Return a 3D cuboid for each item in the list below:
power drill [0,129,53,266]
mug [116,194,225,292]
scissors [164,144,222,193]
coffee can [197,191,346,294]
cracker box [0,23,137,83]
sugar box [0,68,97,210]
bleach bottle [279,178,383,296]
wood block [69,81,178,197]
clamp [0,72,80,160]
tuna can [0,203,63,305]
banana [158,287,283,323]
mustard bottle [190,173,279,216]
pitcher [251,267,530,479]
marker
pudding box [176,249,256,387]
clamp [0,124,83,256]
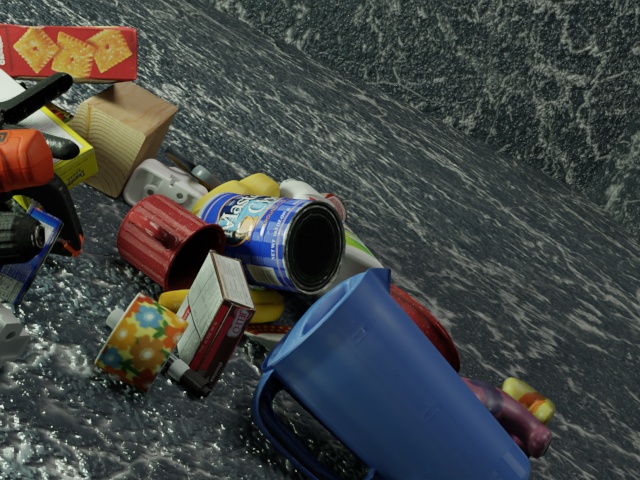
[{"bbox_3d":[-0.287,-0.032,0.873,0.184,0.057,0.187,-2,27,11],"label":"power drill"},{"bbox_3d":[-0.165,0.000,1.124,0.082,0.093,0.117,33,-5,24],"label":"mug"},{"bbox_3d":[-0.158,-0.083,1.398,0.096,0.016,0.202,39,-5,-1],"label":"scissors"},{"bbox_3d":[-0.058,0.001,1.183,0.141,0.103,0.102,7,-3,40],"label":"coffee can"},{"bbox_3d":[-0.351,-0.235,1.334,0.213,0.072,0.164,-1,7,-23],"label":"cracker box"},{"bbox_3d":[-0.336,-0.112,1.172,0.093,0.048,0.176,-36,57,-27],"label":"sugar box"},{"bbox_3d":[-0.006,-0.013,1.341,0.102,0.068,0.251,26,17,-33],"label":"bleach bottle"},{"bbox_3d":[-0.259,-0.137,1.376,0.090,0.091,0.206,28,16,-5],"label":"wood block"},{"bbox_3d":[-0.336,-0.128,1.129,0.171,0.039,0.120,-3,47,-1],"label":"clamp"},{"bbox_3d":[-0.259,0.013,0.934,0.033,0.086,0.086,29,16,-14],"label":"tuna can"},{"bbox_3d":[-0.092,0.071,1.153,0.070,0.037,0.197,2,-2,28],"label":"banana"},{"bbox_3d":[-0.113,-0.028,1.299,0.058,0.096,0.191,35,17,9],"label":"mustard bottle"},{"bbox_3d":[0.065,0.158,0.958,0.243,0.149,0.144,47,24,-3],"label":"pitcher"},{"bbox_3d":[-0.147,0.105,0.978,0.121,0.020,0.020,36,17,18],"label":"marker"},{"bbox_3d":[-0.103,0.073,1.024,0.039,0.090,0.113,23,17,-23],"label":"pudding box"},{"bbox_3d":[-0.315,-0.049,1.005,0.209,0.165,0.036,48,22,-30],"label":"clamp"}]
